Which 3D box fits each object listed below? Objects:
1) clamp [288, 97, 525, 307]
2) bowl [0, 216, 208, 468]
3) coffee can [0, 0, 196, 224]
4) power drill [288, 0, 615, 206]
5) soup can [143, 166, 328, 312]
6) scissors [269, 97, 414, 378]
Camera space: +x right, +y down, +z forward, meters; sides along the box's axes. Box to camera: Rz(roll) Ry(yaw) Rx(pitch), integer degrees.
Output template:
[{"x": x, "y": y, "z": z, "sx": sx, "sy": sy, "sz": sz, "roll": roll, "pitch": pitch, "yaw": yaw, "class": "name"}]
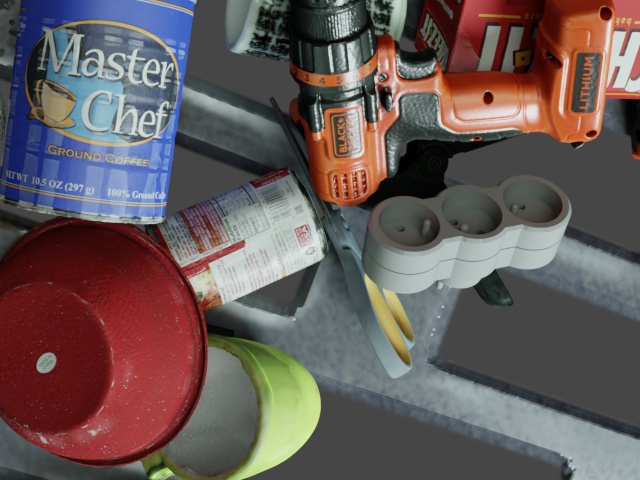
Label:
[{"x": 0.082, "y": -0.064, "z": 0.732, "sx": 0.209, "sy": 0.036, "sz": 0.164, "roll": 26, "pitch": 97, "yaw": -16, "class": "clamp"}, {"x": -0.152, "y": 0.066, "z": 0.645, "sx": 0.162, "sy": 0.055, "sz": 0.162, "roll": 2, "pitch": 97, "yaw": 18, "class": "bowl"}, {"x": -0.134, "y": -0.088, "z": 0.640, "sx": 0.102, "sy": 0.103, "sz": 0.140, "roll": 7, "pitch": 97, "yaw": -16, "class": "coffee can"}, {"x": 0.075, "y": -0.109, "z": 0.636, "sx": 0.187, "sy": 0.057, "sz": 0.184, "roll": -8, "pitch": 135, "yaw": -2, "class": "power drill"}, {"x": -0.055, "y": 0.001, "z": 0.693, "sx": 0.102, "sy": 0.068, "sz": 0.068, "roll": -24, "pitch": 103, "yaw": -10, "class": "soup can"}, {"x": 0.020, "y": 0.000, "z": 0.730, "sx": 0.016, "sy": 0.096, "sz": 0.202, "roll": -27, "pitch": 74, "yaw": 14, "class": "scissors"}]
